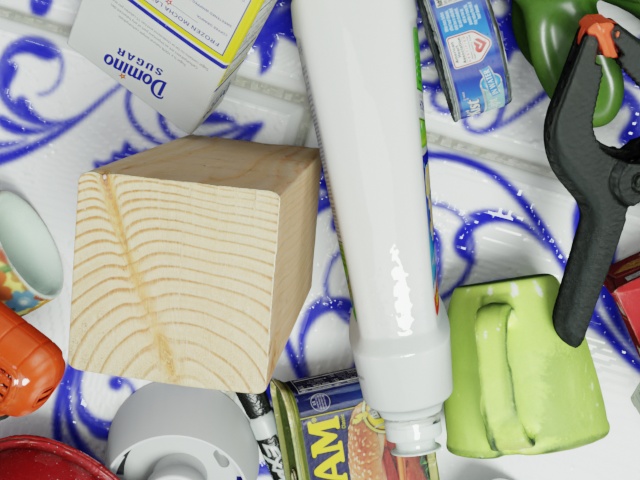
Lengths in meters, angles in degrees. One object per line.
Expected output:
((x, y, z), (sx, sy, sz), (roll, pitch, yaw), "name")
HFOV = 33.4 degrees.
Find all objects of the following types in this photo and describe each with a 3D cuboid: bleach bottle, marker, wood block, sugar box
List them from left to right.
((-0.068, -0.143, 0.565), (0.093, 0.048, 0.176), (37, 142, -2), "sugar box")
((-0.054, 0.001, 0.555), (0.090, 0.206, 0.091), (7, 101, 4), "wood block")
((-0.025, 0.138, 0.670), (0.020, 0.020, 0.121), (-21, 97, 8), "marker")
((0.035, -0.010, 0.584), (0.068, 0.102, 0.251), (-8, 93, 5), "bleach bottle")

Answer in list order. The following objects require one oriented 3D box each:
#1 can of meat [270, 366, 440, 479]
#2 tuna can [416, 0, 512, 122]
((0.021, 0.125, 0.636), (0.084, 0.057, 0.102), (-11, 100, -11), "can of meat")
((0.077, -0.110, 0.584), (0.034, 0.086, 0.086), (-16, 98, 6), "tuna can")
